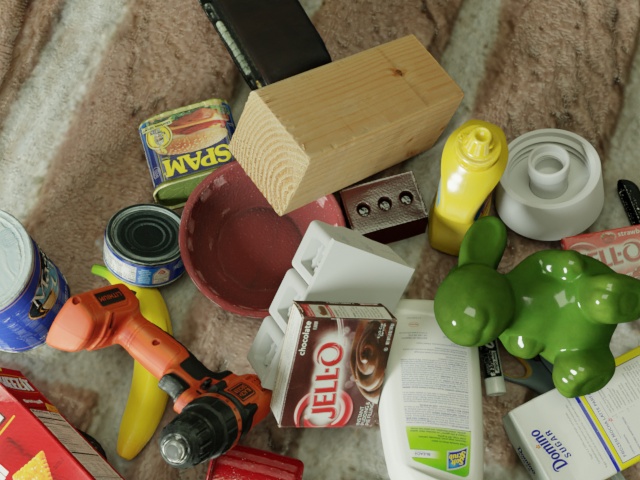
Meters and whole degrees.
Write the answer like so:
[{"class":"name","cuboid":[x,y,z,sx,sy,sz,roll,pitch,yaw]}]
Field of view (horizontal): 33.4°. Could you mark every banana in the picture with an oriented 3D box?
[{"class":"banana","cuboid":[-0.174,0.109,1.033,0.070,0.037,0.198,-18,69,15]}]

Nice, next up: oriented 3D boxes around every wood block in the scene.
[{"class":"wood block","cuboid":[0.027,-0.115,1.030,0.205,0.090,0.091,-25,69,-34]}]

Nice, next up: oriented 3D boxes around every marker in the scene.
[{"class":"marker","cuboid":[0.158,0.087,1.018,0.020,0.020,0.121,-7,71,-1]}]

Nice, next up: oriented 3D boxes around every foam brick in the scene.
[{"class":"foam brick","cuboid":[0.063,-0.028,1.062,0.078,0.051,0.053,-16,72,-4]}]

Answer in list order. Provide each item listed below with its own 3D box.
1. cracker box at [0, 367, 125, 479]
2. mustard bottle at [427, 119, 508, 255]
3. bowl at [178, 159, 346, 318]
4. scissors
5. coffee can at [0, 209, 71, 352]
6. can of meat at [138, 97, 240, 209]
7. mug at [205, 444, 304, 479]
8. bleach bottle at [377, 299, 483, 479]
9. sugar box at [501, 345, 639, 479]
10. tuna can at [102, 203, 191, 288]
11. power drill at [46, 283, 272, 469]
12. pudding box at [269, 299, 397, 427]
[{"class":"cracker box","cuboid":[-0.268,0.239,0.936,0.214,0.072,0.164,39,90,23]},{"class":"mustard bottle","cuboid":[0.138,-0.059,0.996,0.058,0.191,0.096,21,73,8]},{"class":"bowl","cuboid":[-0.057,0.001,1.047,0.162,0.055,0.162,1,76,-4]},{"class":"scissors","cuboid":[0.237,0.137,1.018,0.202,0.016,0.096,39,76,14]},{"class":"coffee can","cuboid":[-0.302,0.040,1.003,0.103,0.140,0.103,-1,71,1]},{"class":"can of meat","cuboid":[-0.128,-0.089,1.087,0.102,0.057,0.084,-16,68,-5]},{"class":"mug","cuboid":[-0.064,0.238,0.951,0.081,0.093,0.117,13,55,1]},{"class":"bleach bottle","cuboid":[0.093,0.172,0.944,0.102,0.068,0.250,3,52,2]},{"class":"sugar box","cuboid":[0.264,0.164,0.979,0.176,0.048,0.093,-24,73,-11]},{"class":"tuna can","cuboid":[-0.170,0.004,1.049,0.086,0.034,0.086,7,46,-8]},{"class":"power drill","cuboid":[-0.142,0.117,0.924,0.188,0.184,0.057,36,103,11]},{"class":"pudding box","cuboid":[0.010,0.110,0.940,0.089,0.039,0.113,3,111,-22]}]
